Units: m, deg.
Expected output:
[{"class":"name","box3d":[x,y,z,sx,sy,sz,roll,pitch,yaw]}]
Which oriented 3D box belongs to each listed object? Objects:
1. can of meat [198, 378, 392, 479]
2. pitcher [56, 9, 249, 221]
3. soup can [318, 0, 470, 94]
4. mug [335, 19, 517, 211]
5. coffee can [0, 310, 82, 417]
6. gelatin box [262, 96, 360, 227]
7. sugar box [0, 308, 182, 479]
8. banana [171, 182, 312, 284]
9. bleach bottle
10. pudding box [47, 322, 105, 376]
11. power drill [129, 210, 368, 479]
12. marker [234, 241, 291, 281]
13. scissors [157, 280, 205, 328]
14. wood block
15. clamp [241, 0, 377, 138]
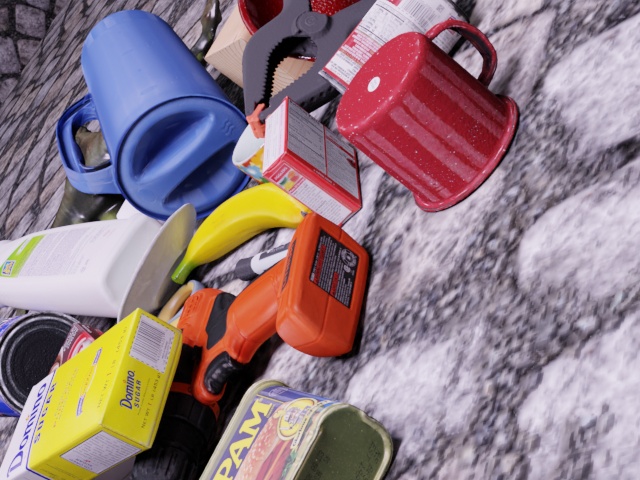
[{"class":"can of meat","box3d":[-0.017,0.132,0.581,0.084,0.057,0.102,1,59,59]},{"class":"pitcher","box3d":[-0.171,-0.131,1.050,0.145,0.149,0.243,-55,37,18]},{"class":"soup can","box3d":[0.056,-0.145,0.808,0.102,0.068,0.068,-51,23,6]},{"class":"mug","box3d":[0.071,-0.089,0.684,0.117,0.081,0.093,-57,23,-7]},{"class":"coffee can","box3d":[-0.292,0.124,1.054,0.141,0.102,0.102,-13,46,57]},{"class":"gelatin box","box3d":[-0.007,-0.059,0.802,0.030,0.073,0.089,-44,25,24]},{"class":"sugar box","box3d":[-0.168,0.123,0.760,0.177,0.048,0.093,-32,34,42]},{"class":"banana","box3d":[-0.055,-0.014,0.881,0.198,0.037,0.069,-26,45,49]},{"class":"bleach bottle","box3d":[-0.265,0.024,1.067,0.251,0.068,0.102,0,46,39]},{"class":"pudding box","box3d":[-0.212,0.138,0.933,0.090,0.039,0.113,24,89,59]},{"class":"power drill","box3d":[-0.054,0.077,0.723,0.188,0.057,0.184,-36,29,37]},{"class":"marker","box3d":[-0.030,0.013,0.815,0.121,0.020,0.020,-19,41,53]},{"class":"scissors","box3d":[-0.161,0.098,0.953,0.202,0.016,0.096,-32,30,42]},{"class":"wood block","box3d":[-0.014,-0.243,1.050,0.091,0.090,0.206,-6,53,61]},{"class":"clamp","box3d":[-0.011,-0.178,0.885,0.165,0.036,0.210,29,72,25]}]
